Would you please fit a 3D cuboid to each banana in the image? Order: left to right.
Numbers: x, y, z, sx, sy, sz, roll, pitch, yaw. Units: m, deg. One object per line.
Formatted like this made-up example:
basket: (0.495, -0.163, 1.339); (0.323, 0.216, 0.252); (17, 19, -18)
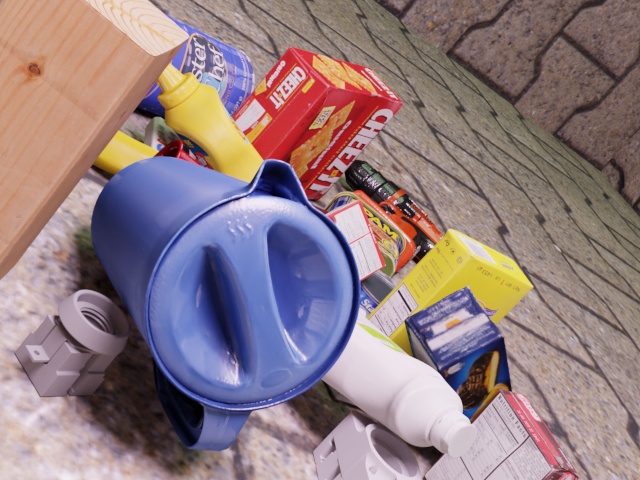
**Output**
banana: (-0.207, -0.112, 0.948); (0.198, 0.069, 0.037); (50, -12, 7)

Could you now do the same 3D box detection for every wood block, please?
wood block: (-0.186, -0.071, 0.665); (0.091, 0.206, 0.090); (40, 19, -7)

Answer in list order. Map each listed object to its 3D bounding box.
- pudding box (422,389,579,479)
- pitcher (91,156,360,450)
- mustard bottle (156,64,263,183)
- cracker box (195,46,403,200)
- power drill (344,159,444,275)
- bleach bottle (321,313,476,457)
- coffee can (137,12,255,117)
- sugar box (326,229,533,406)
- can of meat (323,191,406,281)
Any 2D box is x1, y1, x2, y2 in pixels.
pudding box: (0.144, 0.192, 0.869); (0.039, 0.114, 0.090); (22, 26, -37)
pitcher: (-0.084, 0.023, 0.724); (0.145, 0.149, 0.243); (58, -12, -23)
mustard bottle: (-0.095, -0.089, 1.025); (0.191, 0.058, 0.096); (54, -5, -23)
cracker box: (-0.016, -0.121, 1.181); (0.072, 0.164, 0.213); (49, 20, 17)
power drill: (0.079, -0.030, 1.330); (0.184, 0.057, 0.187); (44, 19, 10)
bleach bottle: (0.020, 0.086, 0.833); (0.102, 0.068, 0.251); (25, 8, -47)
coffee can: (-0.153, -0.180, 1.140); (0.140, 0.103, 0.103); (17, 30, -51)
sugar box: (0.090, 0.077, 0.923); (0.093, 0.176, 0.048); (24, 22, -40)
can of meat: (0.042, 0.002, 1.190); (0.102, 0.057, 0.084); (39, 21, -4)
